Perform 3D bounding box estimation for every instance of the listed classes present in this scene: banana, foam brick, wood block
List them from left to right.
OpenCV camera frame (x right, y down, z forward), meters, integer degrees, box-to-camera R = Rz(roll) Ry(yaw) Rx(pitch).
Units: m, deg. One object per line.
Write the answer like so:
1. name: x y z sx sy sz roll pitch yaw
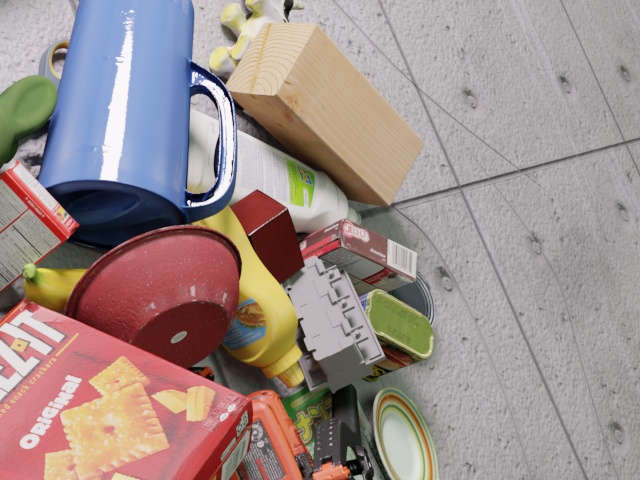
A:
1. banana: -0.172 0.038 0.911 0.197 0.070 0.037 -3 82 -39
2. foam brick: -0.057 0.001 1.038 0.051 0.053 0.078 -35 131 -24
3. wood block: 0.008 -0.132 1.142 0.205 0.090 0.090 41 73 -39

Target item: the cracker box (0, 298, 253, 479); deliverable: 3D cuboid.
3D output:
1. cracker box: -0.180 0.146 0.785 0.214 0.072 0.164 22 41 16

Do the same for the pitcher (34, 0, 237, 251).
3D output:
1. pitcher: -0.166 -0.120 0.960 0.149 0.145 0.243 24 57 -38

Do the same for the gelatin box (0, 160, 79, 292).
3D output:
1. gelatin box: -0.254 -0.010 0.868 0.073 0.089 0.030 49 21 -14

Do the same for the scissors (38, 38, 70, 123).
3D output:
1. scissors: -0.265 -0.131 0.974 0.201 0.016 0.096 -24 90 -49

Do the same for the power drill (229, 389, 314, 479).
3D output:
1. power drill: -0.033 0.211 0.922 0.184 0.057 0.187 61 -2 14

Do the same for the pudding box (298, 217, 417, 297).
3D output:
1. pudding box: 0.034 0.024 1.135 0.113 0.090 0.039 27 54 -34

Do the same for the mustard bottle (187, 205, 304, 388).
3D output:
1. mustard bottle: -0.075 0.057 1.004 0.191 0.096 0.058 56 44 -6

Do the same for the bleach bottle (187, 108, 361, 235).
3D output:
1. bleach bottle: -0.055 -0.048 1.107 0.250 0.068 0.102 22 55 -38

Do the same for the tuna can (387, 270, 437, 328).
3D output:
1. tuna can: 0.091 0.071 1.208 0.086 0.034 0.086 22 55 -36

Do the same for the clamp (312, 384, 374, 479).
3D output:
1. clamp: 0.032 0.219 0.984 0.210 0.036 0.164 9 60 -81

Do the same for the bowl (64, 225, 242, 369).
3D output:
1. bowl: -0.129 0.064 0.894 0.161 0.162 0.055 6 38 -43

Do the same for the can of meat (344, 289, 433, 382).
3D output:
1. can of meat: 0.057 0.100 1.122 0.102 0.084 0.057 30 51 -31
